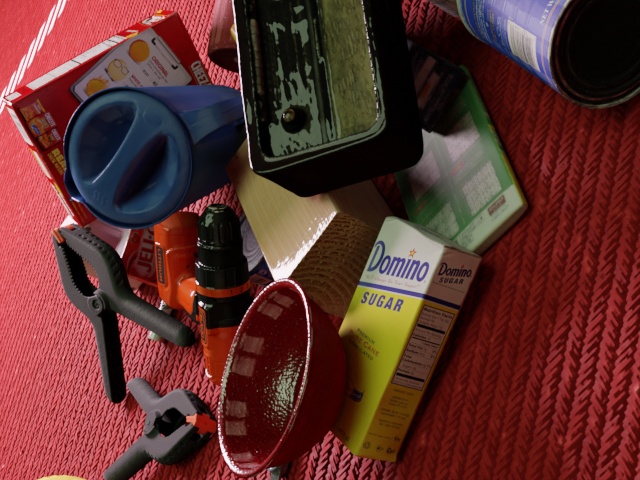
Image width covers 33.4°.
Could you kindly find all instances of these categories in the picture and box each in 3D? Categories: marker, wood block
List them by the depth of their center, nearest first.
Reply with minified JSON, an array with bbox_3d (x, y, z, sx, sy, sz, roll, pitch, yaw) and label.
[{"bbox_3d":[-0.006,-0.031,0.974,0.091,0.090,0.206,-54,33,19],"label":"wood block"},{"bbox_3d":[-0.168,0.058,1.223,0.020,0.020,0.121,8,77,57],"label":"marker"}]

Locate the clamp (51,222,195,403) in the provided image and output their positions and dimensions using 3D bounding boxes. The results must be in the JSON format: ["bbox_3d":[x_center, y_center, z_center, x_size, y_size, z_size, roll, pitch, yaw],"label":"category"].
[{"bbox_3d":[-0.244,0.077,1.214,0.210,0.036,0.165,51,125,11],"label":"clamp"}]

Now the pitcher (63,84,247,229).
[{"bbox_3d":[-0.136,-0.101,1.086,0.242,0.149,0.145,-35,-36,-69],"label":"pitcher"}]

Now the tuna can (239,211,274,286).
[{"bbox_3d":[-0.057,0.001,1.081,0.086,0.033,0.086,-34,44,41],"label":"tuna can"}]

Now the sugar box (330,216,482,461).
[{"bbox_3d":[0.055,0.075,0.842,0.093,0.048,0.176,32,105,59],"label":"sugar box"}]

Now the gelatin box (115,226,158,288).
[{"bbox_3d":[-0.198,0.006,1.249,0.030,0.073,0.089,2,71,57],"label":"gelatin box"}]

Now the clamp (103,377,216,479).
[{"bbox_3d":[-0.167,0.188,1.121,0.172,0.039,0.120,-23,56,40],"label":"clamp"}]

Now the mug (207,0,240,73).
[{"bbox_3d":[-0.074,-0.242,1.223,0.117,0.093,0.081,1,74,28],"label":"mug"}]

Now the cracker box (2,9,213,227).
[{"bbox_3d":[-0.227,-0.141,1.217,0.213,0.164,0.072,-33,27,-16],"label":"cracker box"}]

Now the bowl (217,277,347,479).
[{"bbox_3d":[-0.024,0.114,0.855,0.162,0.055,0.162,-43,38,47],"label":"bowl"}]

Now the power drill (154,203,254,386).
[{"bbox_3d":[-0.118,0.032,1.070,0.188,0.057,0.184,-139,45,-61],"label":"power drill"}]

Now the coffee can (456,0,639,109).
[{"bbox_3d":[0.176,-0.169,0.780,0.103,0.102,0.140,-57,33,15],"label":"coffee can"}]
